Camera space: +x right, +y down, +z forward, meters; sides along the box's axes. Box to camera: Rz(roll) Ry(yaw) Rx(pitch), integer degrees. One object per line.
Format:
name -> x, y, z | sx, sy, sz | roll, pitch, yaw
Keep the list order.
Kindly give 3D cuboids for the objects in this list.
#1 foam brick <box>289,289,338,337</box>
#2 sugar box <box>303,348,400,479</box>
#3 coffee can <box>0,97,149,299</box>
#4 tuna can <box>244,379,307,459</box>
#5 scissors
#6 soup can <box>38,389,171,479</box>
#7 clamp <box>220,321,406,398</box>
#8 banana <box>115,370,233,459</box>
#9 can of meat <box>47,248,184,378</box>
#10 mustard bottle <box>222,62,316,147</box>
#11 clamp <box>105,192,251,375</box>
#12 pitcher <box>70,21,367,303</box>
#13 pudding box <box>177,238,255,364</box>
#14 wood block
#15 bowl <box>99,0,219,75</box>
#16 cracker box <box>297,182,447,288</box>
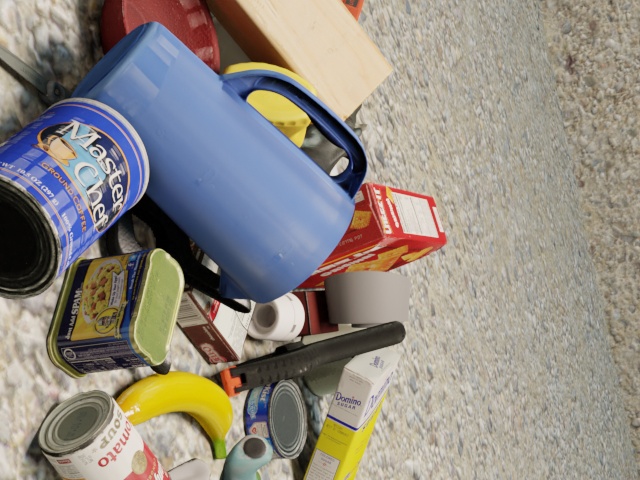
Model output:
foam brick -> -0.019, 0.084, 1.227 | 0.078, 0.053, 0.051 | 3, 79, -65
sugar box -> 0.033, 0.210, 1.207 | 0.093, 0.048, 0.176 | -32, 146, -63
coffee can -> -0.206, -0.035, 0.804 | 0.140, 0.103, 0.103 | -56, 132, -56
tuna can -> -0.048, 0.193, 1.151 | 0.086, 0.034, 0.086 | 32, 53, -59
scissors -> -0.221, -0.104, 0.899 | 0.201, 0.016, 0.096 | 17, 66, -63
soup can -> -0.171, 0.177, 0.852 | 0.102, 0.069, 0.068 | 63, 30, -32
clamp -> -0.018, 0.123, 1.120 | 0.209, 0.165, 0.036 | -12, 85, -56
banana -> -0.128, 0.154, 0.987 | 0.197, 0.037, 0.069 | 36, 50, -57
can of meat -> -0.167, 0.058, 0.881 | 0.057, 0.084, 0.102 | 51, 38, -47
mustard bottle -> -0.062, -0.127, 1.128 | 0.192, 0.096, 0.058 | 122, -20, -77
clamp -> -0.134, 0.023, 0.970 | 0.120, 0.039, 0.171 | -26, 98, -44
pitcher -> -0.086, -0.075, 0.918 | 0.242, 0.145, 0.149 | 44, 57, -21
pudding box -> -0.109, 0.055, 1.062 | 0.090, 0.039, 0.113 | -77, 149, -41
wood block -> -0.034, -0.224, 1.096 | 0.090, 0.091, 0.206 | -47, 114, -13
bowl -> -0.160, -0.191, 1.012 | 0.162, 0.055, 0.162 | 32, 53, -59
cracker box -> 0.034, 0.001, 1.228 | 0.213, 0.164, 0.072 | 4, 65, -65
